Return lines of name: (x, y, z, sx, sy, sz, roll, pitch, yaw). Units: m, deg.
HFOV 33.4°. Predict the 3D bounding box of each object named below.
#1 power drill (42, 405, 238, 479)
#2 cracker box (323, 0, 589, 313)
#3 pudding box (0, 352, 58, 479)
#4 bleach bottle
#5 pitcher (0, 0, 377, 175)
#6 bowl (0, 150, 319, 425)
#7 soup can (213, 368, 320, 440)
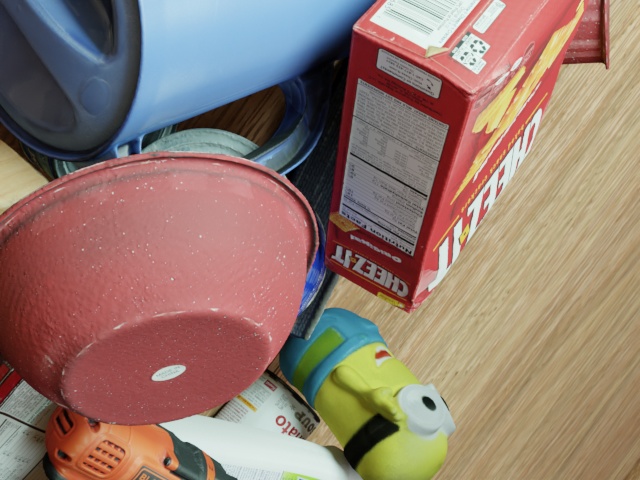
power drill: (-0.145, 0.198, 0.678, 0.187, 0.057, 0.184, -48, 130, -1)
cracker box: (0.079, -0.079, 0.581, 0.164, 0.072, 0.214, -51, 164, -27)
pudding box: (-0.183, 0.114, 0.665, 0.090, 0.039, 0.113, -49, 148, -3)
bleach bottle: (-0.057, 0.189, 0.795, 0.250, 0.068, 0.103, 19, 105, -33)
pitcher: (-0.042, -0.120, 0.518, 0.242, 0.145, 0.149, -25, 146, -45)
bowl: (-0.072, 0.035, 0.469, 0.162, 0.055, 0.162, -13, 145, -9)
soup can: (-0.057, 0.162, 0.866, 0.102, 0.069, 0.068, -46, 150, -13)
